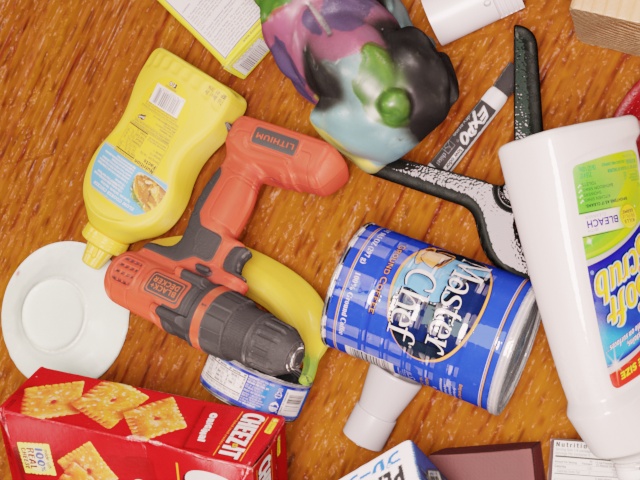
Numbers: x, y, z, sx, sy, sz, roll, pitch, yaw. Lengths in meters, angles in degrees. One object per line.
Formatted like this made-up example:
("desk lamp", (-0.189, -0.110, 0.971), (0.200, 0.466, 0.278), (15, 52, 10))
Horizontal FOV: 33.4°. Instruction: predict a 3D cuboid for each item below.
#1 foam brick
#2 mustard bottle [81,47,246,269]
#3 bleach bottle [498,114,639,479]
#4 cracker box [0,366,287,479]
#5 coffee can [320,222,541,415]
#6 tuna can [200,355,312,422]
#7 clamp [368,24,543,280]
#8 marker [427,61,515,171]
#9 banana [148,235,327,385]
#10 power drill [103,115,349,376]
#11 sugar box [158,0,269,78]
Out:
("foam brick", (0.126, 0.181, 0.798), (0.078, 0.051, 0.053), (-7, 83, 17))
("mustard bottle", (-0.148, -0.060, 0.906), (0.096, 0.058, 0.192), (34, 95, 24))
("bleach bottle", (0.199, 0.045, 0.739), (0.068, 0.102, 0.251), (-16, 88, 58))
("cracker box", (-0.135, 0.200, 0.833), (0.214, 0.072, 0.164), (9, 120, 19))
("coffee can", (0.085, 0.057, 0.796), (0.140, 0.102, 0.103), (20, 91, 19))
("tuna can", (-0.051, 0.111, 0.844), (0.086, 0.086, 0.034), (24, 94, 18))
("clamp", (0.153, -0.048, 0.809), (0.164, 0.036, 0.210), (-45, 81, 8))
("marker", (0.122, -0.091, 0.842), (0.020, 0.020, 0.121), (40, 97, 17))
("banana", (-0.057, 0.039, 0.866), (0.198, 0.069, 0.037), (34, 136, 30))
("power drill", (-0.055, 0.001, 0.828), (0.185, 0.057, 0.187), (22, 68, 28))
("sugar box", (-0.099, -0.231, 0.915), (0.093, 0.048, 0.176), (-46, 71, 8))
